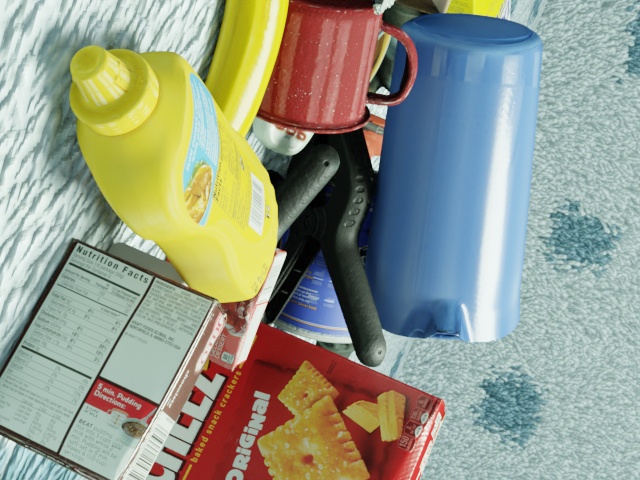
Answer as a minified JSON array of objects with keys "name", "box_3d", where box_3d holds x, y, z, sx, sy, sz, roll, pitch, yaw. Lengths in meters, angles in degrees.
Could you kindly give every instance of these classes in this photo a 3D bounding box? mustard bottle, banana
[{"name":"mustard bottle","box_3d":[-0.077,-0.042,0.555,0.191,0.058,0.096,56,33,-62]},{"name":"banana","box_3d":[-0.055,-0.113,0.650,0.069,0.037,0.198,-20,133,-49]}]

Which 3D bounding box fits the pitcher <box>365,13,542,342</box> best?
[{"name":"pitcher","box_3d":[0.105,-0.053,0.849,0.144,0.149,0.243,-16,120,-38]}]

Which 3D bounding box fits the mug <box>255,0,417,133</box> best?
[{"name":"mug","box_3d":[0.007,-0.124,0.710,0.093,0.117,0.081,-67,169,-61]}]

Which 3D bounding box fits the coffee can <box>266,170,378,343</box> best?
[{"name":"coffee can","box_3d":[0.011,0.008,0.955,0.102,0.103,0.140,-34,139,-70]}]

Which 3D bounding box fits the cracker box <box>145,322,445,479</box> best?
[{"name":"cracker box","box_3d":[-0.034,0.157,0.802,0.072,0.214,0.164,81,33,-66]}]

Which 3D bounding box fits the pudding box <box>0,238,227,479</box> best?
[{"name":"pudding box","box_3d":[-0.115,0.067,0.569,0.113,0.090,0.039,-63,166,-18]}]

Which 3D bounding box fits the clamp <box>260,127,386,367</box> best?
[{"name":"clamp","box_3d":[-0.003,-0.009,0.869,0.036,0.165,0.210,1,90,-39]}]

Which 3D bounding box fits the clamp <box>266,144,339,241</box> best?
[{"name":"clamp","box_3d":[-0.055,0.001,0.813,0.171,0.039,0.120,-53,-171,-12]}]
